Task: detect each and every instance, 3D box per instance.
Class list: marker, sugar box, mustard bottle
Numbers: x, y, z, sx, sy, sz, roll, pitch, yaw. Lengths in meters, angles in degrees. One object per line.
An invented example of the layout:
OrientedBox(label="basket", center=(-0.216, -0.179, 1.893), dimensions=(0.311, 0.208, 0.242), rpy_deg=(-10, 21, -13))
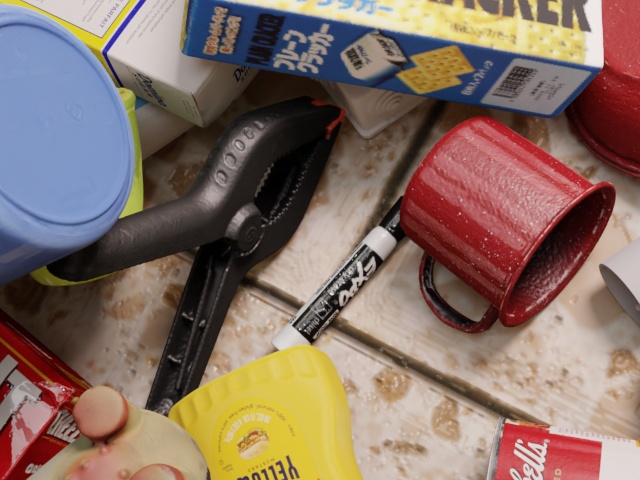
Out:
OrientedBox(label="marker", center=(0.018, 0.020, 0.619), dimensions=(0.020, 0.020, 0.121), rpy_deg=(39, 83, 21))
OrientedBox(label="sugar box", center=(-0.115, -0.141, 0.630), dimensions=(0.176, 0.048, 0.093), rpy_deg=(28, 72, 18))
OrientedBox(label="mustard bottle", center=(-0.008, 0.158, 0.556), dimensions=(0.096, 0.058, 0.192), rpy_deg=(-26, 68, 9))

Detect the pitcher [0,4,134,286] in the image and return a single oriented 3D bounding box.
OrientedBox(label="pitcher", center=(-0.210, -0.029, 0.501), dimensions=(0.243, 0.149, 0.145), rpy_deg=(-18, 47, 34))

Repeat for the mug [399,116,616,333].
OrientedBox(label="mug", center=(0.093, -0.004, 0.581), dimensions=(0.082, 0.093, 0.117), rpy_deg=(39, 120, 26))

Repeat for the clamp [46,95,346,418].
OrientedBox(label="clamp", center=(-0.054, 0.001, 0.601), dimensions=(0.036, 0.164, 0.209), rpy_deg=(25, 55, 28))
